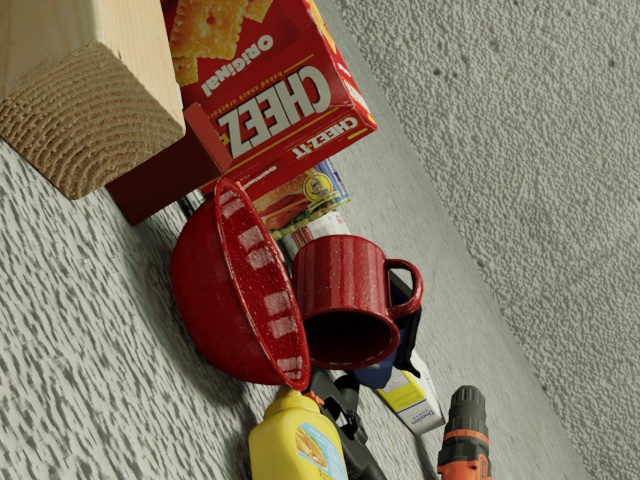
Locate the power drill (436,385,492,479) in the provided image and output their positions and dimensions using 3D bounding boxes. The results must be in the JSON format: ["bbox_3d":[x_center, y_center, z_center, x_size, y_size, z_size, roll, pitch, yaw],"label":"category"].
[{"bbox_3d":[0.191,0.282,1.217,0.187,0.057,0.184,52,36,-35],"label":"power drill"}]

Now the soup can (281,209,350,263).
[{"bbox_3d":[0.010,0.027,1.097,0.102,0.068,0.068,63,12,10],"label":"soup can"}]

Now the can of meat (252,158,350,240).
[{"bbox_3d":[-0.032,-0.053,1.021,0.084,0.102,0.057,63,11,-3],"label":"can of meat"}]

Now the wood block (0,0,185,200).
[{"bbox_3d":[-0.160,-0.139,0.701,0.090,0.090,0.206,49,17,-43],"label":"wood block"}]

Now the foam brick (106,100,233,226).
[{"bbox_3d":[-0.109,-0.055,0.752,0.053,0.078,0.051,59,14,-11],"label":"foam brick"}]

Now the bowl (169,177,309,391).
[{"bbox_3d":[-0.063,0.039,0.761,0.162,0.055,0.162,-22,90,-80],"label":"bowl"}]

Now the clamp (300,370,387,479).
[{"bbox_3d":[0.023,0.172,0.892,0.164,0.036,0.209,66,9,23],"label":"clamp"}]

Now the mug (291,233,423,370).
[{"bbox_3d":[0.028,0.046,0.876,0.093,0.117,0.081,54,27,-46],"label":"mug"}]

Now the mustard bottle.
[{"bbox_3d":[-0.010,0.169,0.703,0.096,0.058,0.191,51,16,-35],"label":"mustard bottle"}]

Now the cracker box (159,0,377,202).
[{"bbox_3d":[-0.072,-0.153,0.926,0.214,0.164,0.072,66,14,20],"label":"cracker box"}]

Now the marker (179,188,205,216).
[{"bbox_3d":[-0.093,-0.014,0.871,0.121,0.020,0.020,60,12,-7],"label":"marker"}]

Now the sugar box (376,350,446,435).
[{"bbox_3d":[0.080,0.139,1.194,0.176,0.048,0.093,55,13,-44],"label":"sugar box"}]
